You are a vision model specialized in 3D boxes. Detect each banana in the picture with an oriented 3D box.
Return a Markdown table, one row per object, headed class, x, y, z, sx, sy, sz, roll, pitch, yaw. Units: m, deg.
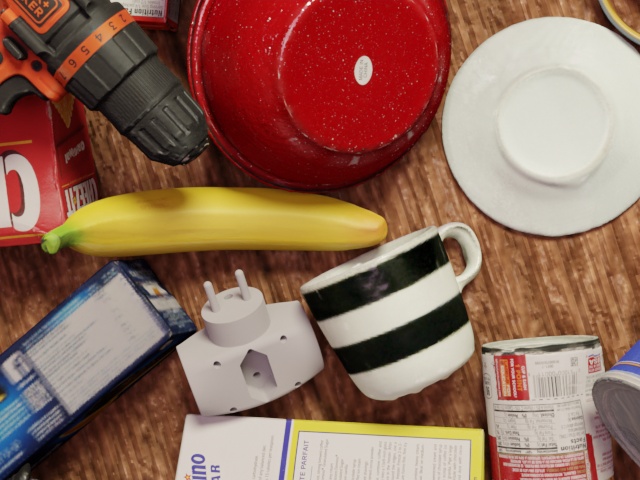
| class | x | y | z | sx | sy | sz | roll | pitch | yaw |
| --- | --- | --- | --- | --- | --- | --- | --- | --- | --- |
| banana | -0.063 | -0.007 | 0.624 | 0.197 | 0.070 | 0.037 | -4 | 117 | -15 |

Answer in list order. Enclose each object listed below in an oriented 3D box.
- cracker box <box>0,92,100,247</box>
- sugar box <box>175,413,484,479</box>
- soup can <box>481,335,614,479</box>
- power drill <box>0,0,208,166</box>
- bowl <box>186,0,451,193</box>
| class | x | y | z | sx | sy | sz | roll | pitch | yaw |
| --- | --- | --- | --- | --- | --- | --- | --- | --- | --- |
| cracker box | -0.233 | -0.101 | 0.637 | 0.164 | 0.072 | 0.214 | -5 | 101 | 10 |
| sugar box | 0.004 | 0.153 | 0.612 | 0.176 | 0.048 | 0.093 | 1 | 60 | 12 |
| soup can | 0.127 | 0.107 | 0.596 | 0.068 | 0.068 | 0.102 | -5 | 88 | 9 |
| power drill | -0.178 | -0.067 | 0.574 | 0.188 | 0.057 | 0.184 | -42 | 97 | 8 |
| bowl | 0.011 | -0.098 | 0.585 | 0.162 | 0.055 | 0.162 | -6 | 109 | -20 |
